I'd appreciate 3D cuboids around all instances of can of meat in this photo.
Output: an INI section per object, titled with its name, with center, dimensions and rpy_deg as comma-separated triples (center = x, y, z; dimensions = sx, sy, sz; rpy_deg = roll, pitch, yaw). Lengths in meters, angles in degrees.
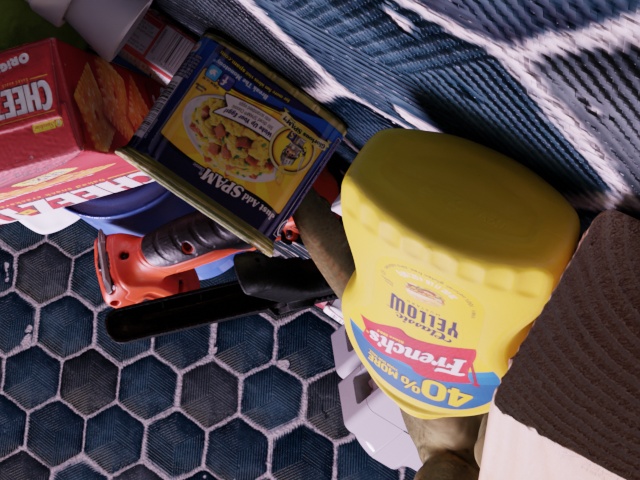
[can of meat]
center = -0.048, -0.054, 0.593
dimensions = 0.102, 0.084, 0.057
rpy_deg = 35, 176, -16

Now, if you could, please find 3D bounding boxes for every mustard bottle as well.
[mustard bottle]
center = 0.056, 0.034, 0.499
dimensions = 0.096, 0.058, 0.192
rpy_deg = 24, 150, 15

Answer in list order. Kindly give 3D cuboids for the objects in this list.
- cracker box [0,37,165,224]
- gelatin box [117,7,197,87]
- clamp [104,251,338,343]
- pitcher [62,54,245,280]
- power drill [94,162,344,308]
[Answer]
[cracker box]
center = -0.191, -0.057, 0.663
dimensions = 0.213, 0.164, 0.072
rpy_deg = -4, -100, -82
[gelatin box]
center = -0.107, -0.122, 0.648
dimensions = 0.089, 0.030, 0.073
rpy_deg = 34, 178, -11
[clamp]
center = -0.020, 0.029, 0.721
dimensions = 0.209, 0.036, 0.165
rpy_deg = -8, 170, -36
[pitcher]
center = -0.142, -0.051, 0.892
dimensions = 0.242, 0.145, 0.149
rpy_deg = 60, -172, -70
[power drill]
center = -0.055, 0.001, 0.783
dimensions = 0.184, 0.188, 0.057
rpy_deg = 28, -138, -56
